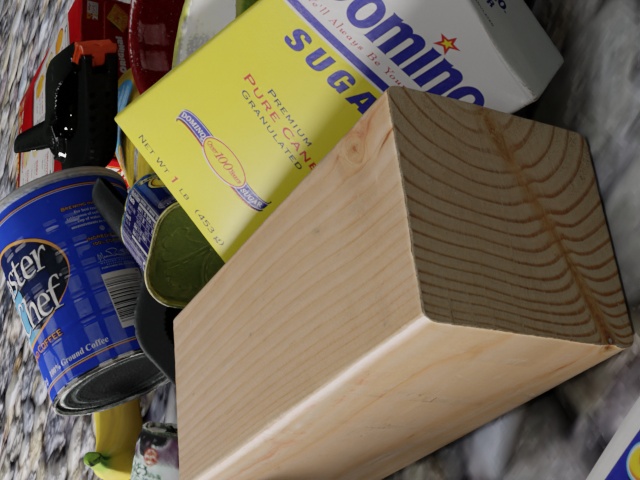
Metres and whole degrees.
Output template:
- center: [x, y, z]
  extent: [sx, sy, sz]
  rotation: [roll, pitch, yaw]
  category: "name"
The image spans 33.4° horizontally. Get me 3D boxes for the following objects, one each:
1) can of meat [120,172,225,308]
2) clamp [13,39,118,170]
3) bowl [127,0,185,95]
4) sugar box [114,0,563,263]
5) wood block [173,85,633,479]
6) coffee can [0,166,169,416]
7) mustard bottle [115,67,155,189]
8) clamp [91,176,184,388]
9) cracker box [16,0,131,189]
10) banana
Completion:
- center: [-0.054, 0.001, 0.587]
  extent: [0.084, 0.102, 0.057]
  rotation: [-142, 64, -63]
  category: "can of meat"
- center: [-0.187, -0.067, 0.819]
  extent: [0.164, 0.036, 0.210]
  rotation: [64, 146, 20]
  category: "clamp"
- center: [-0.054, -0.147, 0.662]
  extent: [0.162, 0.055, 0.162]
  rotation: [-10, 76, 46]
  category: "bowl"
- center: [0.001, -0.062, 0.445]
  extent: [0.177, 0.093, 0.048]
  rotation: [-29, 13, 41]
  category: "sugar box"
- center: [0.018, 0.037, 0.443]
  extent: [0.206, 0.090, 0.091]
  rotation: [-44, 44, 50]
  category: "wood block"
- center: [-0.158, 0.035, 0.733]
  extent: [0.103, 0.102, 0.140]
  rotation: [-48, 62, 48]
  category: "coffee can"
- center: [-0.124, -0.079, 0.800]
  extent: [0.192, 0.058, 0.096]
  rotation: [-130, 40, -57]
  category: "mustard bottle"
- center: [-0.073, 0.015, 0.665]
  extent: [0.120, 0.039, 0.171]
  rotation: [-25, 70, 18]
  category: "clamp"
- center: [-0.226, -0.102, 1.000]
  extent: [0.214, 0.072, 0.164]
  rotation: [-37, 51, 53]
  category: "cracker box"
- center: [-0.158, 0.118, 0.810]
  extent: [0.198, 0.037, 0.069]
  rotation: [-113, 11, -54]
  category: "banana"
